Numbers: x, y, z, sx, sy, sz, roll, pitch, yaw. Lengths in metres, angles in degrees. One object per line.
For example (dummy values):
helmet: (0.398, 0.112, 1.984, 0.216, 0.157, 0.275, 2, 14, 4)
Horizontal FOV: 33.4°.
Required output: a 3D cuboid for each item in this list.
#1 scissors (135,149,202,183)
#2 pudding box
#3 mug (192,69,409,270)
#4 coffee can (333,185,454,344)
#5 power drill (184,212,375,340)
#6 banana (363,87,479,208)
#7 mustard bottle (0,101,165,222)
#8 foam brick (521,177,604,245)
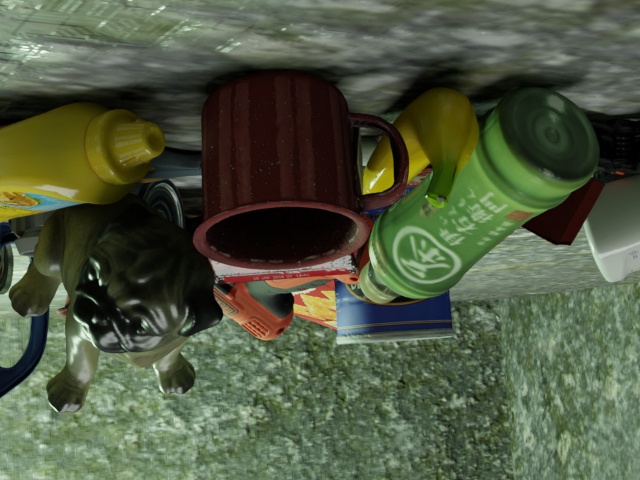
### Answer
scissors: (-0.084, -0.056, 0.745, 0.202, 0.016, 0.096, -5, 174, 5)
pudding box: (-0.019, -0.025, 0.661, 0.090, 0.113, 0.039, -4, 130, 9)
mug: (-0.011, -0.039, 0.572, 0.117, 0.081, 0.093, -7, 158, 9)
coffee can: (0.061, 0.018, 0.938, 0.103, 0.140, 0.103, -4, 174, -1)
power drill: (-0.056, 0.001, 0.883, 0.184, 0.057, 0.188, 40, 143, -23)
banana: (0.057, -0.055, 0.629, 0.037, 0.069, 0.198, 36, 178, -6)
mustard bottle: (-0.166, -0.042, 0.622, 0.192, 0.058, 0.096, -8, 175, 35)
foam brick: (0.160, -0.031, 0.744, 0.053, 0.051, 0.078, 31, -170, 17)
